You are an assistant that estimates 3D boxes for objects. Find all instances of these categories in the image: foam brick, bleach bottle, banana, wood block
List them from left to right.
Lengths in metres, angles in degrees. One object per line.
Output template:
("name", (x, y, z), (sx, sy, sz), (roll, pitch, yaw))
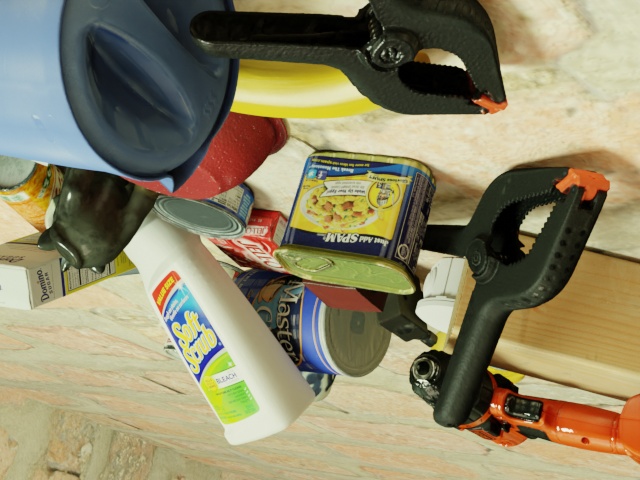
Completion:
("bleach bottle", (-0.112, 0.068, 0.991), (0.103, 0.068, 0.251), (-26, 101, 46))
("banana", (-0.029, -0.100, 0.640), (0.198, 0.037, 0.069), (11, 161, 15))
("foam brick", (0.028, 0.012, 0.856), (0.051, 0.078, 0.053), (7, 160, 31))
("wood block", (0.209, 0.064, 0.834), (0.206, 0.091, 0.090), (14, 163, 6))

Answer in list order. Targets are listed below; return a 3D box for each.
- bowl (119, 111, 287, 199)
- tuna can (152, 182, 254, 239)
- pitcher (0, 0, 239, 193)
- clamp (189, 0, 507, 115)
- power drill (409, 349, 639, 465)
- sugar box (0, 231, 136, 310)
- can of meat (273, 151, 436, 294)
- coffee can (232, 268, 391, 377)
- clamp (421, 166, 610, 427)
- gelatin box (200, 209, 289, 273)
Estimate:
("bowl", (-0.108, -0.073, 0.758), (0.162, 0.055, 0.162), (15, 162, 5))
("tuna can", (-0.100, -0.033, 0.899), (0.086, 0.033, 0.086), (14, 162, 5))
("pitcher", (-0.178, -0.117, 0.600), (0.243, 0.149, 0.144), (8, 175, 34))
("clamp", (0.022, -0.103, 0.544), (0.120, 0.039, 0.171), (-26, 137, 37))
("power drill", (0.178, 0.132, 0.823), (0.188, 0.057, 0.184), (7, 165, 35))
("sugar box", (-0.245, 0.019, 1.007), (0.093, 0.048, 0.175), (5, -161, 30))
("can of meat", (0.027, -0.014, 0.768), (0.102, 0.084, 0.057), (8, 160, 23))
("coffee can", (-0.015, 0.078, 1.044), (0.141, 0.103, 0.102), (-1, 155, 42))
("clamp", (0.119, 0.025, 0.724), (0.036, 0.164, 0.210), (5, 152, -30))
("gelatin box", (-0.056, 0.001, 0.970), (0.073, 0.030, 0.089), (7, 160, 25))
